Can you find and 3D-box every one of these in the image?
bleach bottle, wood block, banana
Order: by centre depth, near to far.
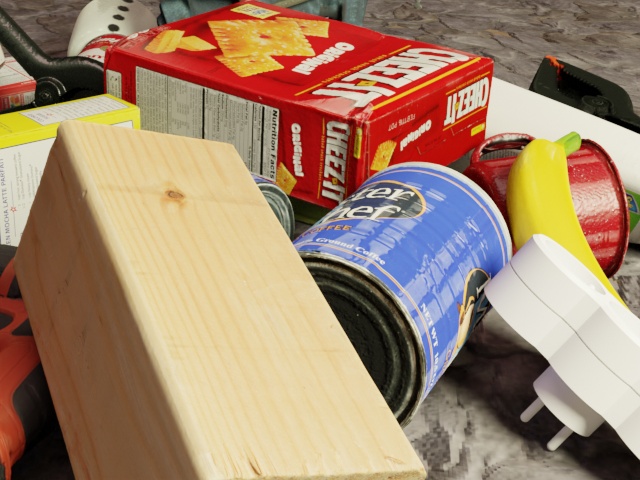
[{"bbox_3d":[-0.054,0.047,0.440,0.090,0.090,0.206,6,35,-32],"label":"wood block"},{"bbox_3d":[0.144,0.012,0.585,0.069,0.037,0.198,-4,57,-13],"label":"banana"},{"bbox_3d":[0.195,-0.042,0.760,0.251,0.102,0.068,25,66,27],"label":"bleach bottle"}]

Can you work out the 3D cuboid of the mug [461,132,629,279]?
[{"bbox_3d":[0.134,-0.024,0.688,0.081,0.093,0.117,-8,57,-13],"label":"mug"}]

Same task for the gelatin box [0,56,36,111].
[{"bbox_3d":[-0.282,-0.142,0.978,0.073,0.030,0.089,-18,33,-36],"label":"gelatin box"}]

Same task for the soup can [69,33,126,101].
[{"bbox_3d":[-0.189,-0.134,0.927,0.068,0.068,0.102,4,25,2],"label":"soup can"}]

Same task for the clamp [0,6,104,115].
[{"bbox_3d":[-0.219,-0.125,0.855,0.171,0.120,0.039,8,11,1],"label":"clamp"}]

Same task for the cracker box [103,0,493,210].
[{"bbox_3d":[-0.015,-0.101,0.727,0.214,0.072,0.163,20,32,30],"label":"cracker box"}]

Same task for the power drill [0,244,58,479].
[{"bbox_3d":[-0.170,0.056,0.523,0.185,0.057,0.187,11,26,17],"label":"power drill"}]

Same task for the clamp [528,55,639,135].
[{"bbox_3d":[0.245,-0.101,0.916,0.164,0.036,0.210,1,34,-8],"label":"clamp"}]

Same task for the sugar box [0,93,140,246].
[{"bbox_3d":[-0.196,-0.030,0.666,0.175,0.093,0.048,-17,31,-38],"label":"sugar box"}]

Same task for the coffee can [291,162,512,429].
[{"bbox_3d":[0.031,0.028,0.555,0.103,0.103,0.140,14,27,22],"label":"coffee can"}]
